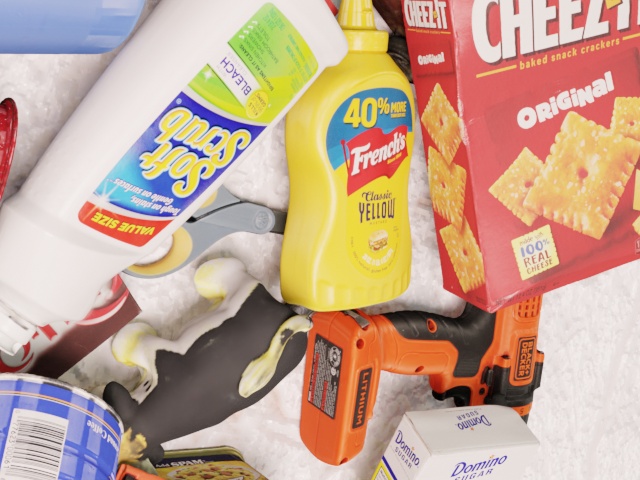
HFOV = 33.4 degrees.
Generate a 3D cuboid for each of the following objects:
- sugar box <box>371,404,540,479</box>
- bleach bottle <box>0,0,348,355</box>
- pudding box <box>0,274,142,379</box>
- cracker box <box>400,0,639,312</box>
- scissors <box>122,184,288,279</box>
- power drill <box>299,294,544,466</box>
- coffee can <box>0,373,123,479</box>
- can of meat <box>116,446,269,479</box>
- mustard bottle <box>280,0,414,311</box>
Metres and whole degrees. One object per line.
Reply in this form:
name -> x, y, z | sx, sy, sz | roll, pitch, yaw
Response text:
sugar box -> 0.072, 0.190, 0.738 | 0.093, 0.048, 0.176 | 2, 124, -31
bleach bottle -> -0.092, -0.044, 0.576 | 0.250, 0.068, 0.102 | -53, 143, -9
pudding box -> -0.170, 0.036, 0.602 | 0.113, 0.039, 0.090 | -39, 119, -20
cracker box -> 0.151, -0.080, 0.696 | 0.164, 0.072, 0.214 | -17, 110, -20
scissors -> -0.054, 0.001, 0.683 | 0.201, 0.016, 0.096 | 29, 85, -33
power drill -> 0.077, 0.108, 0.765 | 0.187, 0.057, 0.184 | -4, 104, -34
coffee can -> -0.158, 0.152, 0.531 | 0.102, 0.103, 0.140 | 32, 42, -33
can of meat -> -0.073, 0.170, 0.663 | 0.101, 0.084, 0.057 | 3, 98, -33
mustard bottle -> 0.020, -0.056, 0.673 | 0.096, 0.058, 0.192 | -9, 105, -42
